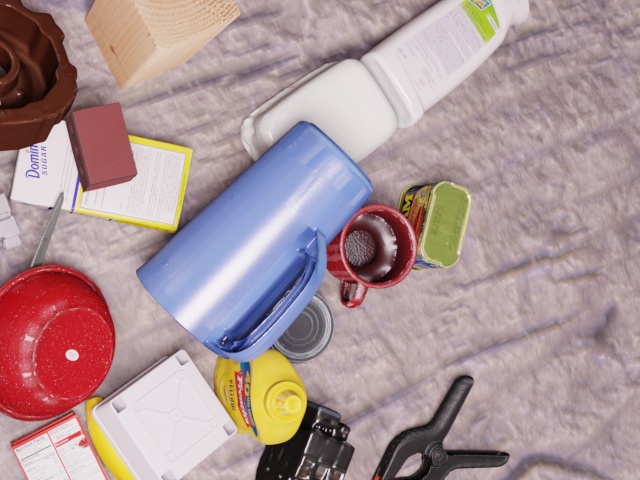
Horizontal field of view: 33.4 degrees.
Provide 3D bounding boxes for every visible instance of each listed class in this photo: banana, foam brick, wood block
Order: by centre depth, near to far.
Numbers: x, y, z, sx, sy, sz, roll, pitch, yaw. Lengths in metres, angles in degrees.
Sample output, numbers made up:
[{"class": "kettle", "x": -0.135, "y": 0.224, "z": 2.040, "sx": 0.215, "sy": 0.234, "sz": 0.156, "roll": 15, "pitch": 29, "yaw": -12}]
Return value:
[{"class": "wood block", "x": -0.164, "y": -0.225, "z": 1.066, "sx": 0.090, "sy": 0.206, "sz": 0.091, "roll": -29, "pitch": 98, "yaw": -19}, {"class": "foam brick", "x": -0.221, "y": -0.094, "z": 1.074, "sx": 0.051, "sy": 0.053, "sz": 0.078, "roll": -14, "pitch": 90, "yaw": -19}, {"class": "banana", "x": -0.180, "y": 0.244, "z": 1.136, "sx": 0.197, "sy": 0.037, "sz": 0.069, "roll": 37, "pitch": 55, "yaw": -17}]

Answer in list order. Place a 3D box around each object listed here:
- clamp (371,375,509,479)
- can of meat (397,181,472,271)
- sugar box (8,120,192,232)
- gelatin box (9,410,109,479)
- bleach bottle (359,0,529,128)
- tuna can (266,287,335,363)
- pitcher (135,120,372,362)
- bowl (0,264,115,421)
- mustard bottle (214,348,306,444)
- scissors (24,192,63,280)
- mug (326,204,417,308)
[{"class": "clamp", "x": 0.141, "y": 0.253, "z": 1.250, "sx": 0.171, "sy": 0.039, "sz": 0.120, "roll": -37, "pitch": 96, "yaw": -11}, {"class": "can of meat", "x": 0.127, "y": -0.016, "z": 1.231, "sx": 0.057, "sy": 0.084, "sz": 0.102, "roll": 16, "pitch": 83, "yaw": -19}, {"class": "sugar box", "x": -0.230, "y": -0.069, "z": 1.123, "sx": 0.176, "sy": 0.048, "sz": 0.093, "roll": 12, "pitch": 83, "yaw": -16}, {"class": "gelatin box", "x": -0.269, "y": 0.232, "z": 1.104, "sx": 0.073, "sy": 0.030, "sz": 0.089, "roll": -26, "pitch": 97, "yaw": -18}, {"class": "bleach bottle", "x": 0.168, "y": -0.240, "z": 1.268, "sx": 0.250, "sy": 0.068, "sz": 0.102, "roll": -36, "pitch": 100, "yaw": -20}, {"class": "tuna can", "x": -0.028, "y": 0.095, "z": 1.196, "sx": 0.086, "sy": 0.034, "sz": 0.086, "roll": 1, "pitch": 87, "yaw": -20}, {"class": "pitcher", "x": -0.057, "y": 0.001, "z": 1.097, "sx": 0.149, "sy": 0.145, "sz": 0.243, "roll": 44, "pitch": 90, "yaw": -3}, {"class": "bowl", "x": -0.260, "y": 0.107, "z": 1.063, "sx": 0.161, "sy": 0.055, "sz": 0.162, "roll": -10, "pitch": 105, "yaw": -45}, {"class": "mustard bottle", "x": -0.058, "y": 0.159, "z": 1.098, "sx": 0.058, "sy": 0.192, "sz": 0.096, "roll": -4, "pitch": 89, "yaw": -21}, {"class": "scissors", "x": -0.289, "y": 0.058, "z": 1.087, "sx": 0.201, "sy": 0.016, "sz": 0.096, "roll": -63, "pitch": 149, "yaw": -18}, {"class": "mug", "x": 0.047, "y": 0.020, "z": 1.201, "sx": 0.093, "sy": 0.082, "sz": 0.117, "roll": 17, "pitch": 82, "yaw": -19}]
